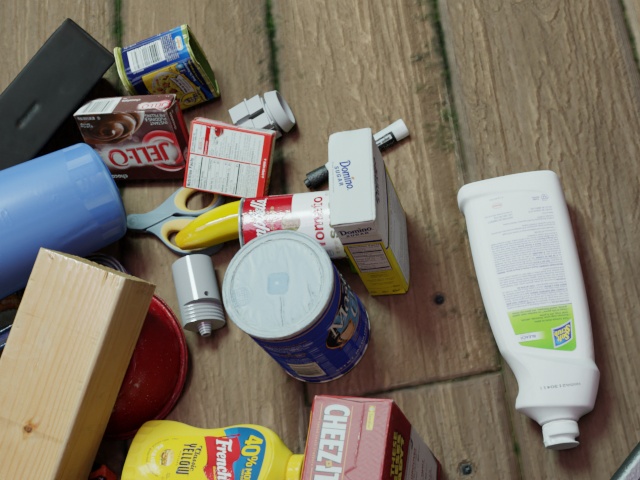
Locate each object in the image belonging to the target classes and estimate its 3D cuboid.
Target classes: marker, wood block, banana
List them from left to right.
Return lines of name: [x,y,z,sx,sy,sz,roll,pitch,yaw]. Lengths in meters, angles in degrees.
wood block: [-0.238,0.121,0.987,0.091,0.090,0.206,19,87,12]
banana: [-0.049,-0.013,1.089,0.198,0.037,0.069,6,57,13]
marker: [0.036,-0.089,1.114,0.121,0.020,0.020,-30,61,3]

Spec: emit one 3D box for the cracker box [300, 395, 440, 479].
cracker box: [0.039,0.231,0.857,0.072,0.213,0.164,1,67,18]

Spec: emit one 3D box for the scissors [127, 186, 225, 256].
scissors: [-0.188,-0.034,1.165,0.202,0.016,0.096,16,70,23]

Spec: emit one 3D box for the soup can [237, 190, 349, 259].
soup can: [-0.023,-0.012,1.033,0.102,0.068,0.068,-5,65,9]

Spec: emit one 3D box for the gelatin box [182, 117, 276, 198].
gelatin box: [-0.096,-0.085,1.120,0.089,0.030,0.073,11,105,6]

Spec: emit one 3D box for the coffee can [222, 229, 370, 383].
coffee can: [-0.019,0.064,0.994,0.103,0.140,0.103,-7,65,15]

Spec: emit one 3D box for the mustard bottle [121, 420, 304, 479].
mustard bottle: [-0.085,0.217,0.992,0.192,0.058,0.096,-1,47,16]

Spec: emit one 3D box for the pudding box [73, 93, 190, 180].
pudding box: [-0.199,-0.111,1.159,0.114,0.090,0.039,1,40,20]

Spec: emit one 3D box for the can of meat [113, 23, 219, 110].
can of meat: [-0.167,-0.184,1.178,0.084,0.102,0.057,-20,62,6]

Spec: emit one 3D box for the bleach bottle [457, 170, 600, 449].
bleach bottle: [0.191,0.064,0.972,0.103,0.068,0.251,-11,66,13]

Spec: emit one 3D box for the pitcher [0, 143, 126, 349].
pitcher: [-0.319,0.004,1.073,0.242,0.149,0.145,-26,39,-20]

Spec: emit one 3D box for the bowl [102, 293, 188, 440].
bowl: [-0.216,0.118,1.058,0.162,0.055,0.162,-1,83,11]

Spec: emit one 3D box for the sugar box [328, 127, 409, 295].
sugar box: [0.046,-0.022,0.991,0.048,0.176,0.093,-8,65,14]
